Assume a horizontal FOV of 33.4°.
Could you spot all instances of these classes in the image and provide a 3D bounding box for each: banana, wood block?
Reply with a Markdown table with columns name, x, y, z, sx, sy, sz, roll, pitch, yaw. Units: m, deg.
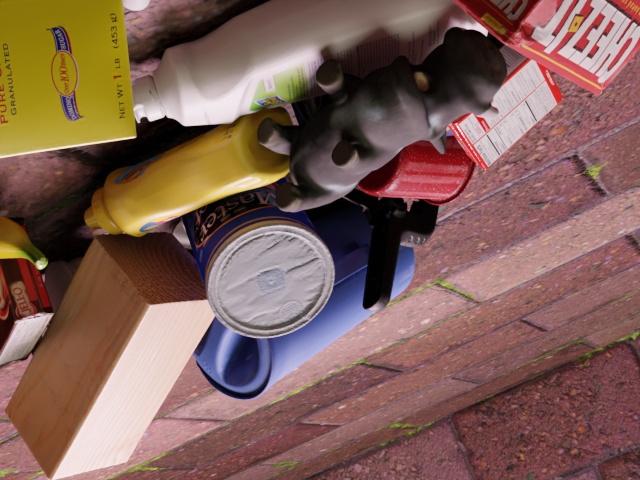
| name | x | y | z | sx | sy | sz | roll | pitch | yaw |
| --- | --- | --- | --- | --- | --- | --- | --- | --- | --- |
| banana | -0.309 | 0.027 | 0.852 | 0.198 | 0.069 | 0.037 | -26 | 142 | 14 |
| wood block | -0.182 | 0.100 | 0.933 | 0.090 | 0.090 | 0.206 | -4 | 133 | -51 |

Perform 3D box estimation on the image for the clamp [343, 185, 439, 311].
| name | x | y | z | sx | sy | sz | roll | pitch | yaw |
| --- | --- | --- | --- | --- | --- | --- | --- | --- | --- |
| clamp | 0.053 | -0.038 | 1.010 | 0.036 | 0.164 | 0.209 | -32 | -178 | 35 |

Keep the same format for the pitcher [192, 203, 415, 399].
| name | x | y | z | sx | sy | sz | roll | pitch | yaw |
| --- | --- | --- | --- | --- | --- | --- | --- | --- | --- |
| pitcher | -0.011 | 0.045 | 1.052 | 0.242 | 0.149 | 0.145 | -28 | 132 | -41 |

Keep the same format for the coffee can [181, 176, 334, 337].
| name | x | y | z | sx | sy | sz | roll | pitch | yaw |
| --- | --- | --- | --- | --- | --- | --- | --- | --- | --- |
| coffee can | -0.056 | 0.001 | 0.886 | 0.102 | 0.140 | 0.103 | -7 | 119 | -13 |

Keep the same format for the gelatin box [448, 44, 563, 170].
| name | x | y | z | sx | sy | sz | roll | pitch | yaw |
| --- | --- | --- | --- | --- | --- | --- | --- | --- | --- |
| gelatin box | 0.142 | -0.109 | 0.845 | 0.089 | 0.030 | 0.073 | -42 | 142 | 4 |

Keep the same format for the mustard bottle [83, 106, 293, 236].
| name | x | y | z | sx | sy | sz | roll | pitch | yaw |
| --- | --- | --- | --- | --- | --- | --- | --- | --- | --- |
| mustard bottle | -0.113 | -0.046 | 0.842 | 0.192 | 0.058 | 0.096 | -20 | -167 | 29 |

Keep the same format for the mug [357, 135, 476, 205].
| name | x | y | z | sx | sy | sz | roll | pitch | yaw |
| --- | --- | --- | --- | --- | --- | --- | --- | --- | --- |
| mug | 0.070 | -0.080 | 0.950 | 0.081 | 0.093 | 0.117 | 0 | -172 | -37 |

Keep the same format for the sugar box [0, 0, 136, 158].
| name | x | y | z | sx | sy | sz | roll | pitch | yaw |
| --- | --- | --- | --- | --- | --- | --- | --- | --- | --- |
| sugar box | -0.198 | -0.093 | 0.607 | 0.176 | 0.093 | 0.048 | -13 | -159 | -27 |

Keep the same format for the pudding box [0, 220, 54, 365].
| name | x | y | z | sx | sy | sz | roll | pitch | yaw |
| --- | --- | --- | --- | --- | --- | --- | --- | --- | --- |
| pudding box | -0.269 | 0.047 | 0.915 | 0.039 | 0.090 | 0.114 | -11 | 159 | -30 |

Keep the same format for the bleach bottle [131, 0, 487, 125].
| name | x | y | z | sx | sy | sz | roll | pitch | yaw |
| --- | --- | --- | --- | --- | --- | --- | --- | --- | --- |
| bleach bottle | -0.012 | -0.136 | 0.735 | 0.251 | 0.068 | 0.102 | -18 | 160 | -2 |
